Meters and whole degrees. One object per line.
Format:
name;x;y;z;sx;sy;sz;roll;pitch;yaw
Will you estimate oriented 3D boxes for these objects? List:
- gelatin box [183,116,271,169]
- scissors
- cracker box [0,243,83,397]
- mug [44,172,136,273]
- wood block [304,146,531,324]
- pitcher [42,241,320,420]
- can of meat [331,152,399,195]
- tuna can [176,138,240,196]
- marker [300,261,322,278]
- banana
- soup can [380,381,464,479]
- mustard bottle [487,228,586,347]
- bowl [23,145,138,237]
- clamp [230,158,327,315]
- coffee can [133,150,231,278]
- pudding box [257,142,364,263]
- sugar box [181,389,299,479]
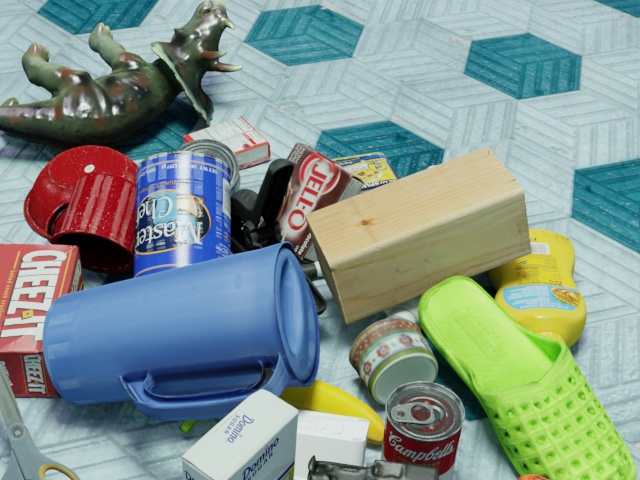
gelatin box;-0.119;-0.118;1.360;0.089;0.030;0.073;-22;44;-26
scissors;-0.280;0.189;0.943;0.096;0.016;0.202;-34;67;-25
cracker box;-0.359;0.074;1.076;0.213;0.072;0.164;1;40;-3
mug;-0.248;-0.020;1.169;0.117;0.093;0.081;-2;59;23
wood block;0.100;-0.007;1.096;0.206;0.090;0.091;-20;39;-5
pitcher;-0.130;0.092;0.985;0.243;0.145;0.149;-10;-5;14
can of meat;0.048;-0.058;1.274;0.102;0.057;0.084;-9;39;-13
tuna can;-0.139;-0.077;1.280;0.086;0.034;0.086;0;64;0
marker;0.024;0.026;1.198;0.121;0.020;0.020;-12;41;-17
banana;-0.032;0.160;1.021;0.198;0.037;0.069;2;60;2
soup can;0.087;0.183;0.941;0.068;0.102;0.068;2;39;-2
mustard bottle;0.230;0.067;1.128;0.096;0.058;0.191;2;39;1
bowl;-0.273;-0.065;1.266;0.162;0.055;0.162;2;40;-2
clamp;-0.058;0.001;1.150;0.036;0.164;0.210;-17;5;-24
coffee can;-0.144;-0.009;1.123;0.102;0.103;0.140;-1;68;-4
pudding box;-0.016;-0.043;1.214;0.090;0.113;0.039;34;8;34
sugar box;-0.064;0.207;0.845;0.048;0.176;0.093;28;45;27
